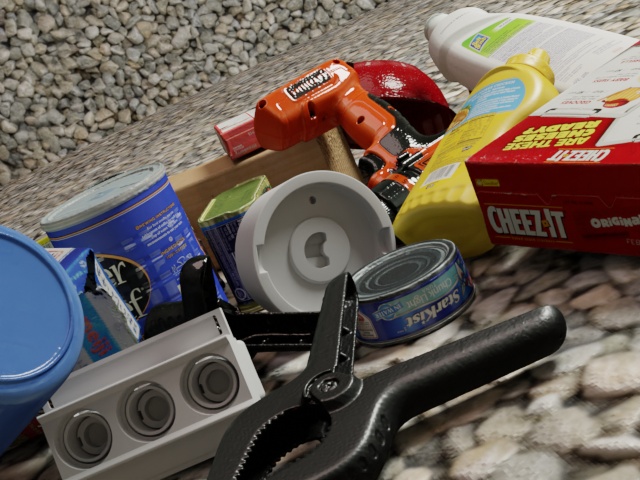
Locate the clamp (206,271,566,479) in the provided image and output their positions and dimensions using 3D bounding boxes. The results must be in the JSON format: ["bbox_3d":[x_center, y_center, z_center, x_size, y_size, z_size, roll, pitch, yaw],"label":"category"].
[{"bbox_3d":[0.020,0.086,0.552,0.165,0.036,0.209,1,35,41],"label":"clamp"}]

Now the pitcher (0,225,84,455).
[{"bbox_3d":[-0.235,0.100,0.618,0.243,0.149,0.144,-40,-2,41],"label":"pitcher"}]

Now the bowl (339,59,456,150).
[{"bbox_3d":[0.059,-0.141,1.085,0.162,0.055,0.162,0,-12,0],"label":"bowl"}]

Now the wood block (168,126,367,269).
[{"bbox_3d":[-0.070,-0.039,1.033,0.206,0.090,0.090,-20,15,18],"label":"wood block"}]

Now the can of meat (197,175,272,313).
[{"bbox_3d":[-0.056,0.001,0.885,0.057,0.084,0.102,-22,15,11],"label":"can of meat"}]

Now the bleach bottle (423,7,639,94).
[{"bbox_3d":[0.180,-0.155,0.914,0.102,0.068,0.251,-34,38,-15],"label":"bleach bottle"}]

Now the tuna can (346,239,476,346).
[{"bbox_3d":[0.056,0.033,0.697,0.086,0.034,0.086,-23,15,6],"label":"tuna can"}]

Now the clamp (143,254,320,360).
[{"bbox_3d":[-0.073,0.053,0.702,0.172,0.120,0.039,-21,44,45],"label":"clamp"}]

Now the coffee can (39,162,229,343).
[{"bbox_3d":[-0.137,0.025,0.822,0.103,0.140,0.103,-23,15,6],"label":"coffee can"}]

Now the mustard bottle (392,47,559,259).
[{"bbox_3d":[0.128,-0.074,0.787,0.096,0.058,0.191,-20,33,54],"label":"mustard bottle"}]

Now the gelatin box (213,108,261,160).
[{"bbox_3d":[-0.060,-0.106,1.013,0.073,0.030,0.089,-24,14,-4],"label":"gelatin box"}]

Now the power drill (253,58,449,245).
[{"bbox_3d":[0.031,-0.068,0.880,0.184,0.057,0.188,-32,53,-28],"label":"power drill"}]

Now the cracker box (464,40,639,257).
[{"bbox_3d":[0.225,-0.067,0.681,0.213,0.072,0.164,-35,24,-33],"label":"cracker box"}]
